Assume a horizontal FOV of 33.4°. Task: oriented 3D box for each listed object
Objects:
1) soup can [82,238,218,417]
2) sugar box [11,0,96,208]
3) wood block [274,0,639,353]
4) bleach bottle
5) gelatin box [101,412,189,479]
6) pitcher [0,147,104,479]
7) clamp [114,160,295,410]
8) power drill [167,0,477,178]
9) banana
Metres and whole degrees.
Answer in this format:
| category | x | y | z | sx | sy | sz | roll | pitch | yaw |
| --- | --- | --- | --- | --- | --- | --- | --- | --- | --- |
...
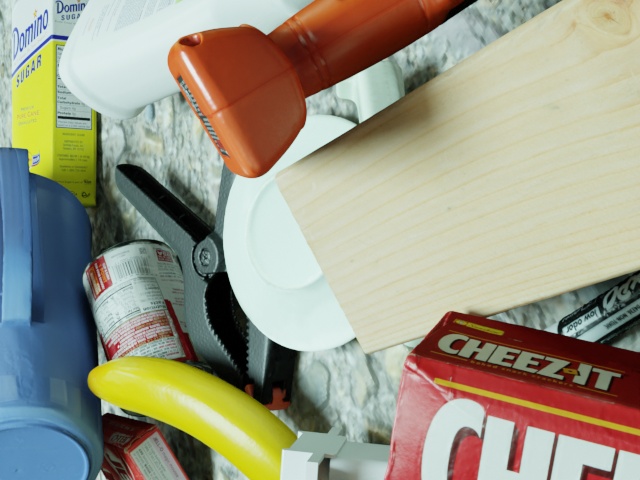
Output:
| category | x | y | z | sx | sy | sz | roll | pitch | yaw |
| --- | --- | --- | --- | --- | --- | --- | --- | --- | --- |
| soup can | -0.117 | 0.058 | 0.722 | 0.069 | 0.068 | 0.102 | -52 | 52 | 42 |
| sugar box | -0.220 | -0.112 | 0.874 | 0.094 | 0.048 | 0.176 | -1 | 92 | 54 |
| wood block | 0.087 | -0.033 | 0.405 | 0.207 | 0.090 | 0.091 | -26 | 91 | 51 |
| bleach bottle | -0.061 | -0.138 | 0.626 | 0.251 | 0.068 | 0.102 | -4 | 60 | 52 |
| gelatin box | -0.120 | 0.163 | 0.731 | 0.073 | 0.030 | 0.089 | 1 | 124 | 53 |
| pitcher | -0.215 | 0.060 | 0.737 | 0.145 | 0.149 | 0.243 | -33 | 41 | 9 |
| clamp | -0.054 | 0.001 | 0.661 | 0.165 | 0.036 | 0.210 | -40 | 63 | 40 |
| power drill | 0.039 | -0.090 | 0.382 | 0.057 | 0.187 | 0.184 | 61 | 174 | -8 |
| banana | -0.061 | 0.114 | 0.621 | 0.198 | 0.037 | 0.070 | 34 | 115 | 22 |
